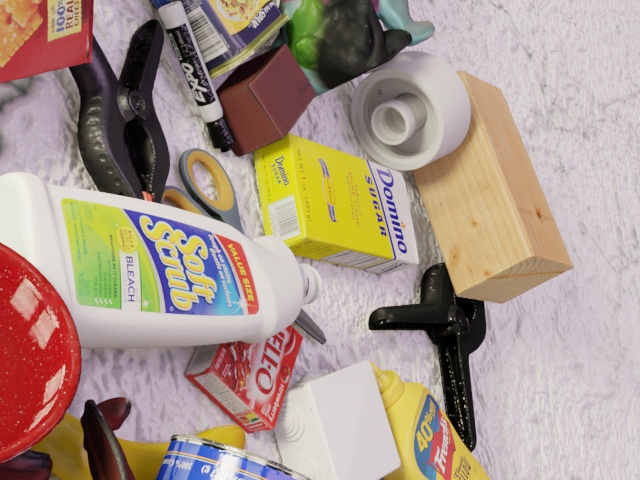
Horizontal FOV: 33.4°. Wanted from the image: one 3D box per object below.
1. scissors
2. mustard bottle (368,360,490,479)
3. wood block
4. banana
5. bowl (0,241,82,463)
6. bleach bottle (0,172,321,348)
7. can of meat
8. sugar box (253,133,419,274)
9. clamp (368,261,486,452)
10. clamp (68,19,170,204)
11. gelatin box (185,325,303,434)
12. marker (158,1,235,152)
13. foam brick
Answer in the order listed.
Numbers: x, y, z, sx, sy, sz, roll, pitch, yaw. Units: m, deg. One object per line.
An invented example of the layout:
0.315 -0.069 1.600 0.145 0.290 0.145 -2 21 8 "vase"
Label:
-0.055 0.001 0.832 0.201 0.016 0.096 35 48 -41 "scissors"
0.084 0.178 0.902 0.191 0.058 0.096 56 34 -20 "mustard bottle"
0.159 -0.052 1.059 0.090 0.090 0.206 12 54 -51 "wood block"
-0.113 0.131 0.668 0.197 0.037 0.069 28 55 -45 "banana"
-0.204 0.061 0.526 0.162 0.055 0.162 19 38 -16 "bowl"
-0.096 0.018 0.696 0.250 0.068 0.102 4 71 -47 "bleach bottle"
-0.082 -0.186 0.851 0.084 0.058 0.102 57 37 -17 "can of meat"
0.018 -0.028 0.922 0.175 0.048 0.093 10 66 -51 "sugar box"
0.123 0.092 1.017 0.164 0.036 0.209 61 33 -12 "clamp"
-0.146 -0.097 0.732 0.120 0.039 0.171 18 56 -50 "clamp"
-0.053 0.084 0.782 0.073 0.030 0.089 49 40 -28 "gelatin box"
-0.093 -0.123 0.818 0.020 0.020 0.121 -51 127 -51 "marker"
-0.048 -0.114 0.866 0.053 0.051 0.078 57 37 -20 "foam brick"
